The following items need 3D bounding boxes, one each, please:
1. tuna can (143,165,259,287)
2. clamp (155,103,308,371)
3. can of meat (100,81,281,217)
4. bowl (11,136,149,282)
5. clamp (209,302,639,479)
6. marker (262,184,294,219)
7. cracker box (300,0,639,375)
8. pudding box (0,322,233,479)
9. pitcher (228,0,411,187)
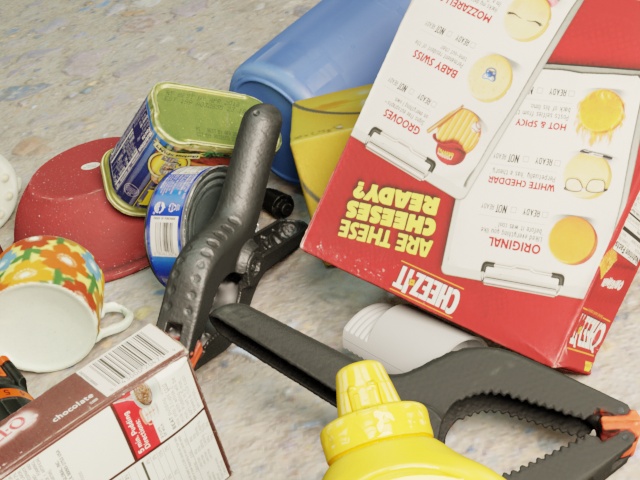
[{"bbox_3d":[-0.076,-0.006,0.692,0.034,0.086,0.086,2,36,29],"label":"tuna can"},{"bbox_3d":[-0.054,0.001,0.648,0.039,0.120,0.171,5,41,24],"label":"clamp"},{"bbox_3d":[-0.089,-0.061,0.741,0.101,0.084,0.057,4,56,-34],"label":"can of meat"},{"bbox_3d":[-0.166,-0.032,0.803,0.162,0.055,0.162,-11,32,7],"label":"bowl"},{"bbox_3d":[0.040,0.105,0.492,0.210,0.036,0.164,1,59,9],"label":"clamp"},{"bbox_3d":[-0.057,-0.042,0.803,0.020,0.020,0.121,-30,34,-22],"label":"marker"},{"bbox_3d":[0.108,-0.058,0.572,0.164,0.072,0.214,25,92,33],"label":"cracker box"},{"bbox_3d":[-0.105,0.109,0.520,0.113,0.090,0.039,-33,37,-27],"label":"pudding box"},{"bbox_3d":[0.056,-0.139,0.818,0.242,0.145,0.149,-41,27,-29],"label":"pitcher"}]
